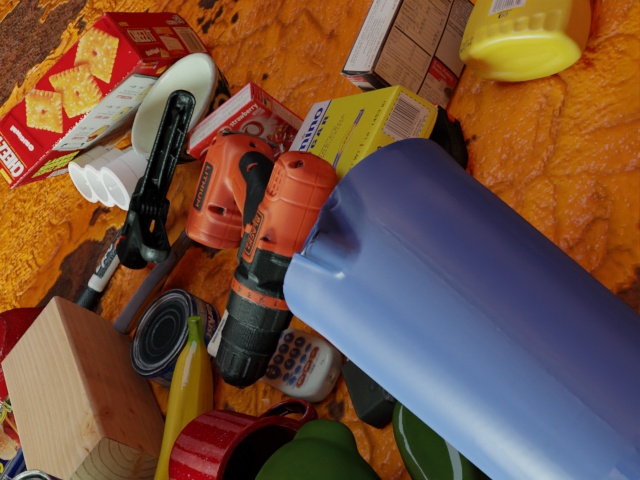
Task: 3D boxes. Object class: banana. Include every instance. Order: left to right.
[{"bbox_3d":[-0.112,0.156,0.849,0.037,0.069,0.197,-8,46,11],"label":"banana"}]

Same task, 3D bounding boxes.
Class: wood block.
[{"bbox_3d":[-0.205,0.152,0.939,0.091,0.090,0.206,-50,38,9],"label":"wood block"}]

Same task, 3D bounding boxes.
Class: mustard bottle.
[{"bbox_3d":[0.170,-0.217,0.816,0.096,0.058,0.191,-8,58,47],"label":"mustard bottle"}]

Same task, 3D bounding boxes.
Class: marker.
[{"bbox_3d":[-0.218,0.023,1.108,0.020,0.020,0.121,28,85,53],"label":"marker"}]

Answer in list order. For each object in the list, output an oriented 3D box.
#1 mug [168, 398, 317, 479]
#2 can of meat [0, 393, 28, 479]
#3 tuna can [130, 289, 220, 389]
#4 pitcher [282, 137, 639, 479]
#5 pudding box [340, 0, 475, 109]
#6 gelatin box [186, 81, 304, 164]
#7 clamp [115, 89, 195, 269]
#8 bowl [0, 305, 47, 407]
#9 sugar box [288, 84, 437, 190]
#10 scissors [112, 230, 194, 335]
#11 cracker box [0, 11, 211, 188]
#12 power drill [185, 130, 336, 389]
[{"bbox_3d":[-0.049,0.158,0.769,0.117,0.093,0.082,-49,27,-25],"label":"mug"},{"bbox_3d":[-0.287,0.202,1.023,0.102,0.057,0.084,21,77,52],"label":"can of meat"},{"bbox_3d":[-0.130,0.087,0.949,0.086,0.033,0.086,-29,45,32],"label":"tuna can"},{"bbox_3d":[0.109,0.060,0.590,0.149,0.145,0.243,-34,57,-23],"label":"pitcher"},{"bbox_3d":[0.076,-0.158,0.853,0.039,0.090,0.113,6,69,50],"label":"pudding box"},{"bbox_3d":[-0.068,-0.095,0.981,0.089,0.073,0.030,-35,41,26],"label":"gelatin box"},{"bbox_3d":[-0.161,-0.021,0.994,0.210,0.036,0.164,128,151,-55],"label":"clamp"},{"bbox_3d":[-0.339,0.132,1.134,0.162,0.055,0.162,-29,44,33],"label":"bowl"},{"bbox_3d":[0.020,-0.068,0.848,0.093,0.048,0.176,-63,22,-8],"label":"sugar box"},{"bbox_3d":[-0.139,0.016,1.020,0.201,0.016,0.096,-56,1,-33],"label":"scissors"},{"bbox_3d":[-0.242,-0.156,1.152,0.214,0.072,0.164,-38,-3,23],"label":"cracker box"},{"bbox_3d":[-0.056,0.001,0.841,0.184,0.057,0.188,-69,26,13],"label":"power drill"}]
